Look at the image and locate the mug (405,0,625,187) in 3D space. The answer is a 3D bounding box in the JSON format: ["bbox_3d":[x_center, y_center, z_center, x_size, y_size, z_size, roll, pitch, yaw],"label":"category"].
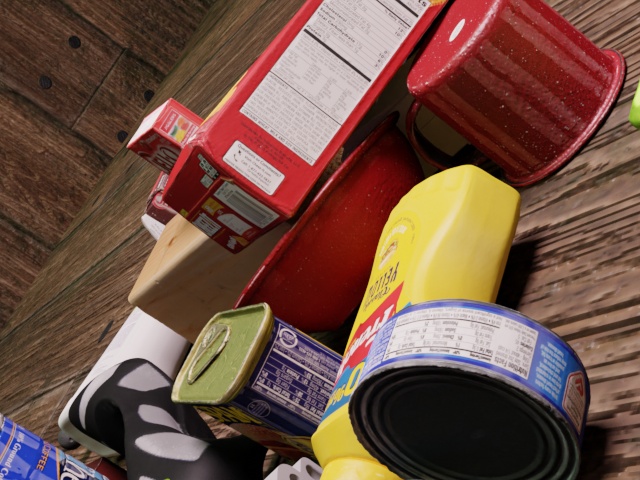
[{"bbox_3d":[0.094,-0.083,0.583,0.117,0.081,0.093,-42,20,37],"label":"mug"}]

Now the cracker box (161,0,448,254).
[{"bbox_3d":[-0.003,-0.102,0.652,0.213,0.072,0.164,-55,7,-15],"label":"cracker box"}]

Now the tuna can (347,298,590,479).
[{"bbox_3d":[0.056,0.061,0.396,0.086,0.086,0.033,-37,21,46],"label":"tuna can"}]

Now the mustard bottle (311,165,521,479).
[{"bbox_3d":[0.039,0.059,0.496,0.096,0.058,0.191,-46,17,50],"label":"mustard bottle"}]

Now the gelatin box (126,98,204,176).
[{"bbox_3d":[-0.097,-0.064,0.777,0.030,0.073,0.089,-60,17,-15],"label":"gelatin box"}]

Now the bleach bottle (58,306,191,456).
[{"bbox_3d":[-0.145,0.076,0.988,0.103,0.068,0.250,-31,25,48],"label":"bleach bottle"}]

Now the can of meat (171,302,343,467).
[{"bbox_3d":[-0.022,0.081,0.575,0.057,0.084,0.102,-64,18,-19],"label":"can of meat"}]

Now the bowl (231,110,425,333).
[{"bbox_3d":[0.016,0.002,0.638,0.162,0.055,0.162,-52,-3,-4],"label":"bowl"}]

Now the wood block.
[{"bbox_3d":[-0.056,0.000,0.831,0.207,0.090,0.090,-35,26,49],"label":"wood block"}]
